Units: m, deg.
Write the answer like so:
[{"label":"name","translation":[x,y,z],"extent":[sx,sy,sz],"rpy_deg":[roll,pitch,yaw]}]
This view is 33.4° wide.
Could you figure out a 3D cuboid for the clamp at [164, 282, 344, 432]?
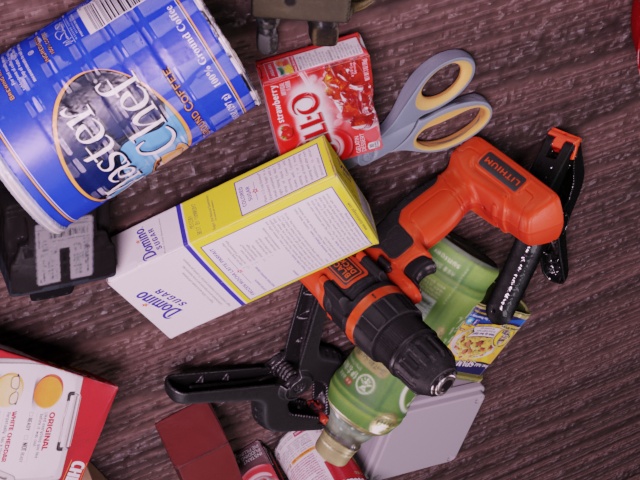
[{"label":"clamp","translation":[-0.023,0.107,0.918],"extent":[0.164,0.036,0.209],"rpy_deg":[-42,144,1]}]

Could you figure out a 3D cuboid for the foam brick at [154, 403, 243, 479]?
[{"label":"foam brick","translation":[-0.105,0.187,0.932],"extent":[0.051,0.053,0.078],"rpy_deg":[-24,139,-12]}]

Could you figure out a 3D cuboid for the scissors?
[{"label":"scissors","translation":[0.039,-0.083,0.783],"extent":[0.201,0.016,0.096],"rpy_deg":[-18,137,-18]}]

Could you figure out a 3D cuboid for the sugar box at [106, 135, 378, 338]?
[{"label":"sugar box","translation":[-0.055,0.001,0.755],"extent":[0.176,0.048,0.093],"rpy_deg":[-22,143,11]}]

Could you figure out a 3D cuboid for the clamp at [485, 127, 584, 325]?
[{"label":"clamp","translation":[0.186,-0.009,0.912],"extent":[0.120,0.039,0.171],"rpy_deg":[-40,139,-43]}]

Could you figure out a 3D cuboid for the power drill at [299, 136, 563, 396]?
[{"label":"power drill","translation":[0.088,0.012,0.796],"extent":[0.187,0.185,0.057],"rpy_deg":[-32,142,-17]}]

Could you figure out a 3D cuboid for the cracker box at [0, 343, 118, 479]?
[{"label":"cracker box","translation":[-0.262,0.141,0.717],"extent":[0.213,0.072,0.164],"rpy_deg":[29,80,-48]}]

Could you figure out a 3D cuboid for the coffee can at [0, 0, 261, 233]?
[{"label":"coffee can","translation":[-0.119,-0.084,0.606],"extent":[0.140,0.103,0.102],"rpy_deg":[-33,141,-1]}]

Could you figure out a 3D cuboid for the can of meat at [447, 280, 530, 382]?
[{"label":"can of meat","translation":[0.132,0.078,0.978],"extent":[0.101,0.057,0.084],"rpy_deg":[14,119,-43]}]

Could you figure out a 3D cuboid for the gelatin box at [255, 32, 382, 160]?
[{"label":"gelatin box","translation":[0.000,-0.090,0.728],"extent":[0.073,0.030,0.089],"rpy_deg":[-16,138,-3]}]

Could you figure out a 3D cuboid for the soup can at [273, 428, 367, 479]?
[{"label":"soup can","translation":[0.006,0.227,1.008],"extent":[0.068,0.102,0.068],"rpy_deg":[-19,138,-18]}]
